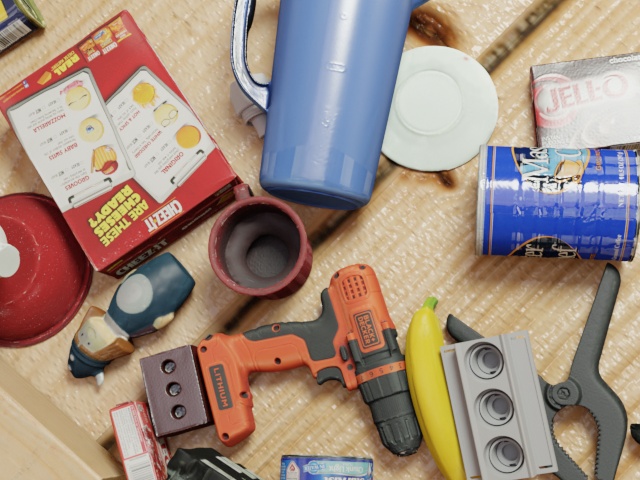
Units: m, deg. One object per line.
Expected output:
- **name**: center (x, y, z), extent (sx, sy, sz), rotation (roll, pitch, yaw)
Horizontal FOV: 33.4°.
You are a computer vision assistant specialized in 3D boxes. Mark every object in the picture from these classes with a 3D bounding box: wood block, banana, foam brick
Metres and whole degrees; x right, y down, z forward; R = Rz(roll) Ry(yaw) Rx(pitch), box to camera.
- **wood block**: center (-0.293, 0.192, 1.013), extent (0.206, 0.090, 0.090), rotation (38, 87, 13)
- **banana**: center (0.111, 0.145, 0.968), extent (0.037, 0.069, 0.198), rotation (-21, 75, 41)
- **foam brick**: center (-0.134, 0.143, 1.017), extent (0.053, 0.051, 0.078), rotation (-17, 77, 5)

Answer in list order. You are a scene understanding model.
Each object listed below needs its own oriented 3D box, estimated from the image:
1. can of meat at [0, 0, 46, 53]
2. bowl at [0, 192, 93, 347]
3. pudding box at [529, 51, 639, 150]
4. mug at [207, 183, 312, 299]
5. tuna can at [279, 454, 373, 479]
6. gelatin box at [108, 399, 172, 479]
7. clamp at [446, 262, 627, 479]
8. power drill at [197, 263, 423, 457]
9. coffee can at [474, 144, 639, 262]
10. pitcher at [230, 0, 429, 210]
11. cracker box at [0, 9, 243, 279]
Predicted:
- **can of meat**: center (-0.352, -0.247, 1.126), extent (0.084, 0.057, 0.102), rotation (-33, 75, 4)
- **bowl**: center (-0.313, 0.024, 1.067), extent (0.162, 0.055, 0.162), rotation (-2, 79, 9)
- **pudding box**: center (0.259, -0.126, 1.014), extent (0.113, 0.039, 0.090), rotation (-6, 78, 8)
- **mug**: center (-0.057, 0.001, 1.017), extent (0.093, 0.081, 0.117), rotation (-23, 77, 4)
- **tuna can**: center (0.006, 0.212, 0.964), extent (0.086, 0.086, 0.034), rotation (0, 77, 9)
- **gelatin box**: center (-0.163, 0.196, 1.000), extent (0.030, 0.073, 0.089), rotation (-19, 76, 3)
- **clamp**: center (0.228, 0.131, 0.967), extent (0.165, 0.036, 0.210), rotation (-26, 76, 11)
- **power drill**: center (-0.010, 0.131, 0.999), extent (0.187, 0.057, 0.184), rotation (-18, 74, 3)
- **coffee can**: center (0.213, -0.034, 0.971), extent (0.140, 0.102, 0.103), rotation (3, 79, 9)
- **pitcher**: center (0.002, -0.159, 1.018), extent (0.149, 0.144, 0.243), rotation (4, 81, 42)
- **cracker box**: center (-0.199, -0.095, 1.064), extent (0.164, 0.072, 0.214), rotation (-34, 77, 2)
